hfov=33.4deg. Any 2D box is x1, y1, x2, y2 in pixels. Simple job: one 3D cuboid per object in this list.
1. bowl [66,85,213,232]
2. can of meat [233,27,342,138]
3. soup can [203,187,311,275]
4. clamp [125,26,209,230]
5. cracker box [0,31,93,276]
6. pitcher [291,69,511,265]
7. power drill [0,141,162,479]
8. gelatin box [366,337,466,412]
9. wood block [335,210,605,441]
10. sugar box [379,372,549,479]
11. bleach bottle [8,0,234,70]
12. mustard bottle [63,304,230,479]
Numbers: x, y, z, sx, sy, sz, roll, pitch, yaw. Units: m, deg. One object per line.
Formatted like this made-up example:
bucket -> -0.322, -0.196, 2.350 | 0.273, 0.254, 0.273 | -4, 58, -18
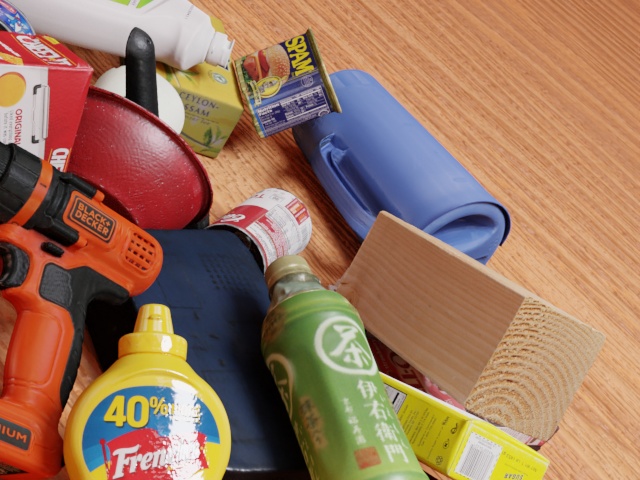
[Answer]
bowl -> -0.165, -0.043, 0.813 | 0.162, 0.162, 0.055 | 31, 59, -7
can of meat -> -0.033, -0.153, 1.042 | 0.102, 0.084, 0.057 | -106, 174, -49
soup can -> -0.056, 0.001, 0.908 | 0.068, 0.069, 0.102 | 38, 31, 6
clamp -> -0.145, -0.074, 0.852 | 0.210, 0.165, 0.036 | 50, 44, -28
cracker box -> -0.270, -0.055, 0.682 | 0.213, 0.164, 0.072 | -5, 35, -46
pitcher -> 0.062, -0.063, 1.054 | 0.145, 0.149, 0.243 | -29, 54, -9
power drill -> -0.191, 0.036, 0.640 | 0.184, 0.058, 0.187 | 34, 57, -33
gelatin box -> 0.076, 0.125, 0.899 | 0.073, 0.030, 0.089 | 9, 39, -35
wood block -> 0.107, 0.060, 0.828 | 0.090, 0.091, 0.206 | 26, 5, -31
sugar box -> 0.067, 0.131, 0.769 | 0.093, 0.048, 0.177 | 33, -10, -37
bleach bottle -> -0.202, -0.207, 0.961 | 0.250, 0.068, 0.102 | 19, 39, -7
mustard bottle -> -0.100, 0.130, 0.616 | 0.096, 0.058, 0.191 | 6, 68, -17
